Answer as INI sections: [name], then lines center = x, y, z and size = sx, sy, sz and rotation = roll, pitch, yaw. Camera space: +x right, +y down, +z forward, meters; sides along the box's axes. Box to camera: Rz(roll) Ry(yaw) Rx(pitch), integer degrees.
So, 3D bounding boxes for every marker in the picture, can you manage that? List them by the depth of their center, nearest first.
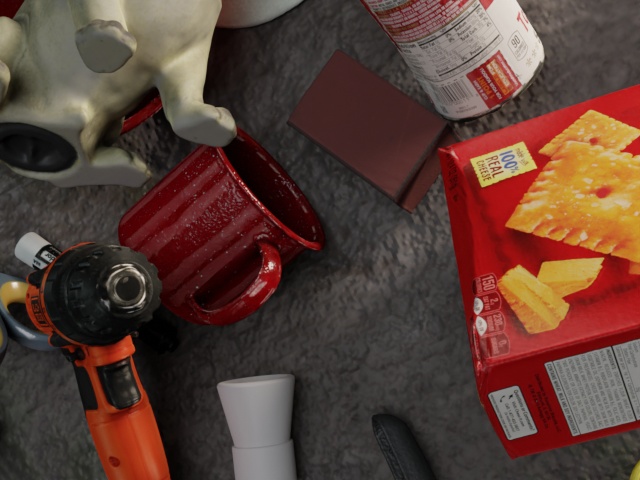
[marker]
center = -0.135, 0.032, 0.648
size = 0.121, 0.020, 0.020
rotation = 31, 94, 17

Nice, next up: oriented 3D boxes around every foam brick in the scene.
[foam brick]
center = 0.030, -0.060, 0.591
size = 0.078, 0.053, 0.051
rotation = 37, 96, 17

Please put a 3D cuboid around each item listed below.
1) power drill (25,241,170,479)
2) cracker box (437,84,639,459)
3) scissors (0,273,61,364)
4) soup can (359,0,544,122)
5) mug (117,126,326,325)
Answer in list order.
[power drill]
center = -0.096, 0.091, 0.552
size = 0.057, 0.185, 0.187
rotation = -18, 93, -21
[cracker box]
center = 0.169, -0.007, 0.491
size = 0.214, 0.072, 0.164
rotation = -18, 38, 15
[scissors]
center = -0.219, 0.012, 0.669
size = 0.202, 0.096, 0.016
rotation = 55, 128, 43
[soup can]
center = 0.064, -0.120, 0.553
size = 0.068, 0.068, 0.102
rotation = -34, 119, 11
[mug]
center = -0.054, 0.001, 0.585
size = 0.081, 0.093, 0.117
rotation = -40, 42, 14
